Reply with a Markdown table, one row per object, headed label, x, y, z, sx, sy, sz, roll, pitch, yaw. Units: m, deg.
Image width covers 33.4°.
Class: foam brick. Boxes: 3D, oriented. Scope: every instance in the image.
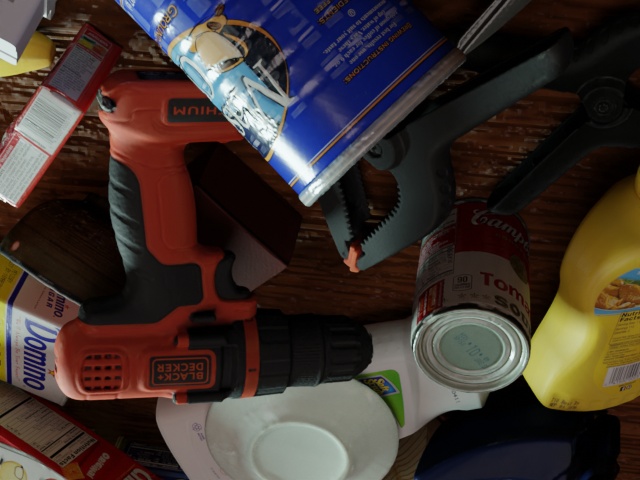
| label | x | y | z | sx | sy | sz | roll | pitch | yaw |
| --- | --- | --- | --- | --- | --- | --- | --- | --- | --- |
| foam brick | -0.059 | -0.011 | 0.658 | 0.053 | 0.051 | 0.078 | -34 | 115 | 31 |

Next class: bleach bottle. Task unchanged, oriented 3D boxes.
| label | x | y | z | sx | sy | sz | roll | pitch | yaw |
| --- | --- | --- | --- | --- | --- | --- | --- | --- | --- |
| bleach bottle | 0.019 | 0.108 | 0.731 | 0.251 | 0.068 | 0.102 | -15 | 124 | 18 |

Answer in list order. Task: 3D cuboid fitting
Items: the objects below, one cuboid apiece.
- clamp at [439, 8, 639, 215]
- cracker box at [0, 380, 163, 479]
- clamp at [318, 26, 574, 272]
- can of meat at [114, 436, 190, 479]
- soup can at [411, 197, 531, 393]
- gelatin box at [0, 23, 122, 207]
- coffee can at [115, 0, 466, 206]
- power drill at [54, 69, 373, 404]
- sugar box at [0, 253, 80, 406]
| label | x | y | z | sx | sy | sz | roll | pitch | yaw |
| --- | --- | --- | --- | --- | --- | --- | --- | --- | --- |
| clamp | 0.143 | -0.086 | 0.572 | 0.172 | 0.039 | 0.120 | -23 | 124 | 26 |
| cracker box | -0.236 | 0.192 | 0.779 | 0.214 | 0.072 | 0.164 | 31 | 111 | 9 |
| clamp | 0.047 | -0.060 | 0.587 | 0.165 | 0.036 | 0.210 | 23 | 136 | 23 |
| can of meat | -0.122 | 0.209 | 0.827 | 0.084 | 0.057 | 0.102 | 8 | 109 | 0 |
| soup can | 0.090 | 0.031 | 0.631 | 0.068 | 0.102 | 0.068 | 5 | 128 | 6 |
| gelatin box | -0.156 | -0.071 | 0.614 | 0.030 | 0.073 | 0.089 | 34 | 127 | -15 |
| coffee can | -0.016 | -0.101 | 0.501 | 0.140 | 0.102 | 0.103 | 47 | 123 | -2 |
| power drill | -0.054 | 0.001 | 0.593 | 0.184 | 0.057 | 0.188 | -2 | 105 | -17 |
| sugar box | -0.240 | 0.044 | 0.733 | 0.176 | 0.048 | 0.093 | 27 | 135 | -8 |
